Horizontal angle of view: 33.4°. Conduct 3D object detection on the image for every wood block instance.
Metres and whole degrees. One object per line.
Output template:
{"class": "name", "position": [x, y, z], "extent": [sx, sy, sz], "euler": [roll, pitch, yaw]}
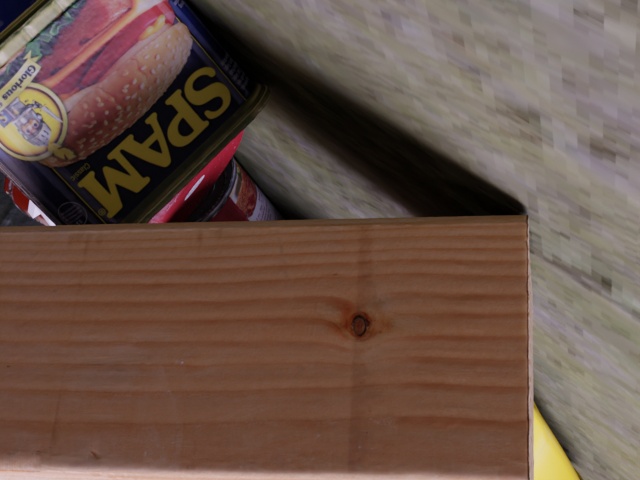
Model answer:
{"class": "wood block", "position": [-0.031, 0.050, 0.374], "extent": [0.206, 0.091, 0.090], "euler": [-1, 155, 12]}

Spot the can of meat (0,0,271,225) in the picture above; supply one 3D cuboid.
{"class": "can of meat", "position": [-0.085, -0.056, 0.417], "extent": [0.084, 0.102, 0.058], "euler": [49, 168, -22]}

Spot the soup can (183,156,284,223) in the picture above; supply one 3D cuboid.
{"class": "soup can", "position": [-0.054, 0.001, 0.607], "extent": [0.069, 0.068, 0.102], "euler": [32, 165, 44]}
